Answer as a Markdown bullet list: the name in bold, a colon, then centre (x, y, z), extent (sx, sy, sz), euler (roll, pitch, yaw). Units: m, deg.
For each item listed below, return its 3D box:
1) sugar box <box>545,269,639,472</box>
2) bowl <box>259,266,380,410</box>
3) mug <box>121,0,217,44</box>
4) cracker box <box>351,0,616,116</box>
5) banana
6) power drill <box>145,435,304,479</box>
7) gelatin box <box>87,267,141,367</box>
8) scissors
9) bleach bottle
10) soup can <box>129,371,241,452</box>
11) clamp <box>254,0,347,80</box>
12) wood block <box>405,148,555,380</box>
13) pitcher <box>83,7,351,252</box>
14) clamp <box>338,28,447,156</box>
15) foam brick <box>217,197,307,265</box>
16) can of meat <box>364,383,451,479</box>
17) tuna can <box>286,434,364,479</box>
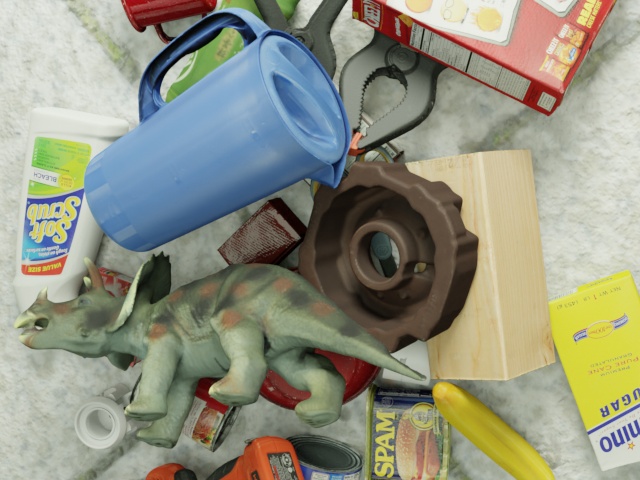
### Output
- **sugar box**: centre (0.286, 0.127, 1.035), extent (0.093, 0.048, 0.176), euler (-21, 90, 15)
- **bowl**: centre (-0.011, 0.110, 1.074), extent (0.162, 0.055, 0.162), euler (0, 106, 0)
- **mug**: centre (-0.150, -0.251, 1.071), extent (0.081, 0.093, 0.117), euler (-10, 119, 8)
- **cracker box**: centre (0.159, -0.235, 0.984), extent (0.214, 0.072, 0.164), euler (28, 77, 9)
- **banana**: centre (0.172, 0.192, 1.044), extent (0.197, 0.070, 0.037), euler (41, 80, -18)
- **power drill**: centre (-0.092, 0.289, 1.061), extent (0.188, 0.057, 0.184), euler (-32, 67, 31)
- **gelatin box**: centre (-0.219, 0.083, 1.149), extent (0.073, 0.030, 0.089), euler (20, 100, 10)
- **scissors**: centre (0.042, 0.002, 1.065), extent (0.096, 0.016, 0.202), euler (-3, 109, 2)
- **bleach bottle**: centre (-0.271, -0.010, 1.134), extent (0.103, 0.068, 0.251), euler (12, 101, 12)
- **soup can**: centre (-0.140, 0.169, 1.123), extent (0.102, 0.068, 0.068), euler (26, 101, 9)
- **clamp**: centre (-0.032, -0.199, 1.017), extent (0.120, 0.039, 0.171), euler (12, 104, -3)
- **wood block**: centre (0.151, 0.022, 1.011), extent (0.090, 0.090, 0.206), euler (-6, 92, 41)
- **pitcher**: centre (-0.107, -0.092, 0.993), extent (0.243, 0.144, 0.149), euler (-26, 54, 28)
- **clamp**: centre (0.072, -0.179, 1.027), extent (0.164, 0.036, 0.210), euler (35, 82, 10)
- **foam brick**: centre (-0.057, 0.001, 1.093), extent (0.078, 0.053, 0.051), euler (-43, 86, 12)
- **can of meat**: centre (0.090, 0.199, 1.082), extent (0.084, 0.057, 0.102), euler (2, 98, 9)
- **tuna can**: centre (0.000, 0.231, 1.090), extent (0.086, 0.086, 0.034), euler (14, 101, 10)
